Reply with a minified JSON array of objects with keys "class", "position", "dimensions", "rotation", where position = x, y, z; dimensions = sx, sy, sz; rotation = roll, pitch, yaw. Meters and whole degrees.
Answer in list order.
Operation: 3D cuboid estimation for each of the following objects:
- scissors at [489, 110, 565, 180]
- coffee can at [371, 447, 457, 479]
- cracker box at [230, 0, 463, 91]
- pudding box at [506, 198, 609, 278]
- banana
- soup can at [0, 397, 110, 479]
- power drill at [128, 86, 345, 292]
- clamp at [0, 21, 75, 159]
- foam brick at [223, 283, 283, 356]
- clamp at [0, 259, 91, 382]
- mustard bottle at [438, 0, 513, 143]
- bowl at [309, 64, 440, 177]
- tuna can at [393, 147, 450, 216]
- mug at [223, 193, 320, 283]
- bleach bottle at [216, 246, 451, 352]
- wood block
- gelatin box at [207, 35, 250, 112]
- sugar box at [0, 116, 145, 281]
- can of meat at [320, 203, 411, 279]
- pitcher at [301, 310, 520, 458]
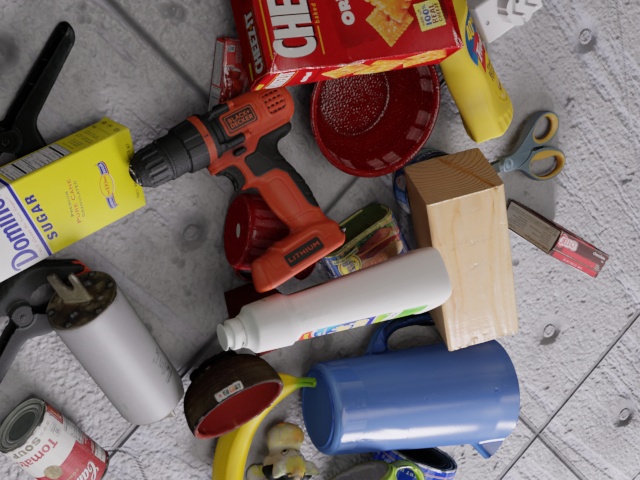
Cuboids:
[{"class":"scissors","position":[0.228,-0.111,1.279],"dimensions":[0.201,0.016,0.096],"rotation":[-1,101,-39]},{"class":"coffee can","position":[0.098,0.325,1.333],"dimensions":[0.102,0.103,0.140],"rotation":[17,99,-32]},{"class":"cracker box","position":[0.021,-0.249,1.065],"dimensions":[0.213,0.072,0.164],"rotation":[-11,86,-21]},{"class":"pudding box","position":[0.285,-0.003,1.310],"dimensions":[0.089,0.114,0.039],"rotation":[25,98,-32]},{"class":"banana","position":[-0.083,0.226,1.226],"dimensions":[0.198,0.070,0.037],"rotation":[-60,155,5]},{"class":"soup can","position":[-0.279,0.219,1.116],"dimensions":[0.068,0.069,0.102],"rotation":[-45,121,-7]},{"class":"power drill","position":[-0.075,-0.046,1.061],"dimensions":[0.184,0.057,0.187],"rotation":[-31,95,-20]},{"class":"clamp","position":[-0.295,-0.104,1.010],"dimensions":[0.164,0.036,0.210],"rotation":[-21,120,-27]},{"class":"foam brick","position":[-0.066,0.083,1.175],"dimensions":[0.051,0.078,0.053],"rotation":[-19,115,-20]},{"class":"clamp","position":[-0.311,0.067,1.061],"dimensions":[0.171,0.039,0.120],"rotation":[-45,132,-14]},{"class":"mustard bottle","position":[0.154,-0.209,1.181],"dimensions":[0.058,0.096,0.191],"rotation":[-17,122,23]},{"class":"bowl","position":[0.050,-0.153,1.165],"dimensions":[0.161,0.055,0.162],"rotation":[-9,112,-25]},{"class":"tuna can","position":[0.129,-0.065,1.252],"dimensions":[0.086,0.034,0.086],"rotation":[-9,112,-25]},{"class":"mug","position":[-0.058,0.001,1.151],"dimensions":[0.081,0.093,0.117],"rotation":[6,133,-25]},{"class":"bleach bottle","position":[0.009,0.070,1.122],"dimensions":[0.250,0.103,0.068],"rotation":[-15,82,-24]},{"class":"wood block","position":[0.163,0.012,1.217],"dimensions":[0.090,0.091,0.206],"rotation":[-15,124,-4]},{"class":"gelatin box","position":[-0.075,-0.164,1.110],"dimensions":[0.073,0.030,0.089],"rotation":[0,108,-28]},{"class":"sugar box","position":[-0.255,-0.040,1.018],"dimensions":[0.176,0.048,0.093],"rotation":[-34,133,-33]},{"class":"can of meat","position":[0.053,0.018,1.228],"dimensions":[0.102,0.058,0.084],"rotation":[-35,118,-13]},{"class":"pitcher","position":[0.104,0.179,1.281],"dimensions":[0.242,0.149,0.145],"rotation":[-2,124,-24]}]
